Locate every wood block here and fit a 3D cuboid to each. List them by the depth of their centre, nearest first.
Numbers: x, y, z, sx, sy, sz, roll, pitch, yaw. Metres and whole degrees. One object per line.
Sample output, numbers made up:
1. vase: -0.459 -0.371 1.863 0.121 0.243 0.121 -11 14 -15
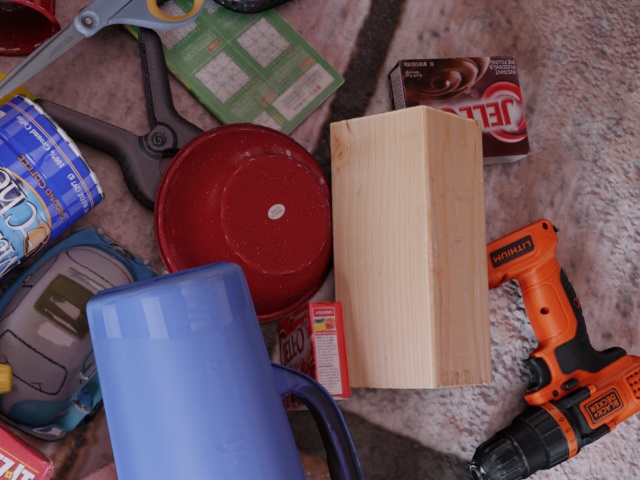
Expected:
1. wood block: 0.070 0.010 0.829 0.090 0.091 0.206 5 81 -51

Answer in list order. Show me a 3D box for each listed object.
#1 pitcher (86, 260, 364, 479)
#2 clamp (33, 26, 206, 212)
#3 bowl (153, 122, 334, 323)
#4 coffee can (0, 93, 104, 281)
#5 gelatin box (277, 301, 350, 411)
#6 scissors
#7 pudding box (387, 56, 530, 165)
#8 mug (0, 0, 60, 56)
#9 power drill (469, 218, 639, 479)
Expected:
1. pitcher: -0.068 0.139 0.720 0.145 0.149 0.243 -13 91 21
2. clamp: -0.144 -0.076 0.851 0.120 0.039 0.171 -31 88 -14
3. bowl: -0.045 -0.017 0.830 0.161 0.055 0.162 3 83 -27
4. coffee can: -0.246 -0.026 0.782 0.140 0.103 0.103 -42 89 -19
5. gelatin box: -0.007 0.090 0.819 0.030 0.089 0.073 0 76 -19
6. scissors: -0.159 -0.161 0.821 0.096 0.016 0.201 35 68 -17
7. pudding box: 0.120 -0.111 0.925 0.113 0.039 0.090 -5 79 -14
8. mug: -0.243 -0.205 0.823 0.093 0.117 0.081 7 70 -25
9. power drill: 0.170 0.090 0.881 0.184 0.057 0.187 -25 86 -22
